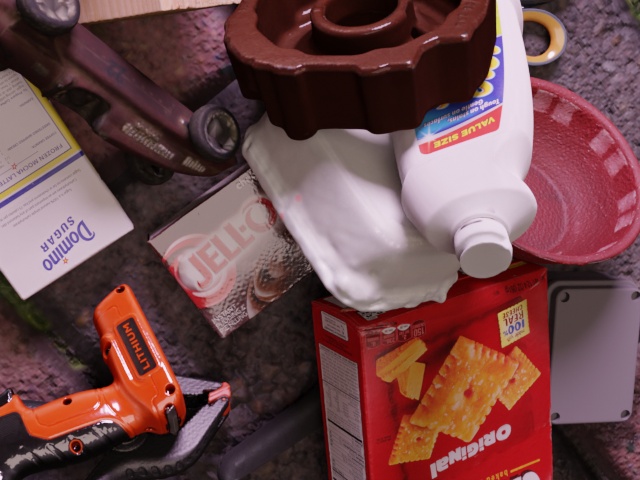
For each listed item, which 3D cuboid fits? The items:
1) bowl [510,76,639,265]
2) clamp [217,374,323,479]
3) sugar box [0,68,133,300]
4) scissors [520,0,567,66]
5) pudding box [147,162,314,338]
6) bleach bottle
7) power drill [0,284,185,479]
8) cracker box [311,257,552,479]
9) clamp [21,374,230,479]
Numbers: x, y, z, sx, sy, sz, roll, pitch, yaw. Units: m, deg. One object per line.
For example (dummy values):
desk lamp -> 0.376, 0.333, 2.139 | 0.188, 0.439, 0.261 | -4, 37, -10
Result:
bowl -> 0.153, -0.041, 0.778 | 0.162, 0.055, 0.162 | 10, 57, -16
clamp -> 0.021, 0.115, 0.806 | 0.164, 0.036, 0.210 | 15, 95, -23
sugar box -> -0.213, -0.058, 0.723 | 0.093, 0.048, 0.176 | -33, 108, -8
scissors -> 0.101, -0.161, 0.789 | 0.201, 0.016, 0.096 | -17, 103, -9
pudding box -> -0.055, 0.001, 0.771 | 0.113, 0.039, 0.090 | -37, 105, -4
bleach bottle -> 0.096, -0.074, 0.680 | 0.102, 0.251, 0.068 | -8, 132, 5
power drill -> -0.200, 0.103, 0.722 | 0.187, 0.057, 0.184 | -26, 68, -14
cracker box -> 0.088, 0.130, 0.779 | 0.164, 0.072, 0.214 | -14, 109, -27
clamp -> -0.140, 0.150, 0.752 | 0.171, 0.039, 0.120 | -13, 64, -12
